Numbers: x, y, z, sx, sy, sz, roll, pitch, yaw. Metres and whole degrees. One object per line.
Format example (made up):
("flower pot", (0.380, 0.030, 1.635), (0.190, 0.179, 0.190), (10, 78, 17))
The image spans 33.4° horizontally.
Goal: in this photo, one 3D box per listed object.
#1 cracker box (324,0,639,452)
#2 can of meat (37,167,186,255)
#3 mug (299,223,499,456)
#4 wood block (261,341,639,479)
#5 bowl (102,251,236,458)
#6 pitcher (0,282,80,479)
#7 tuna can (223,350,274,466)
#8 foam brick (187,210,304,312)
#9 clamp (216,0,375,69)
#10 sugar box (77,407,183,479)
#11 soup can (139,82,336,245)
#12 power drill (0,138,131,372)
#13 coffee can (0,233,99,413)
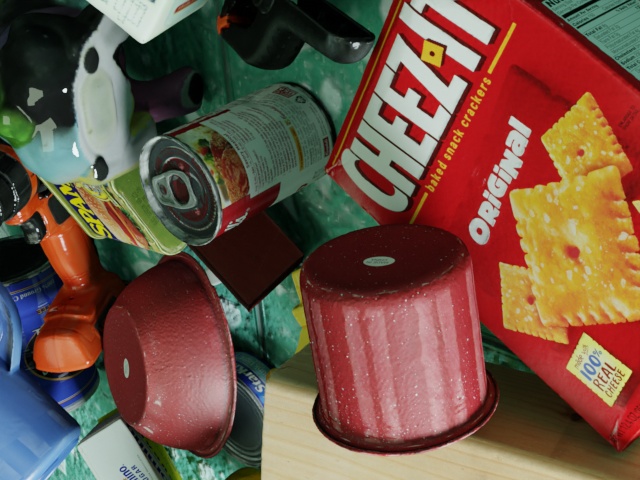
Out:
("cracker box", (0.113, -0.030, 0.502), (0.214, 0.072, 0.164), (44, 140, 19))
("can of meat", (-0.142, -0.039, 0.766), (0.084, 0.057, 0.102), (14, 149, 38))
("mug", (0.034, 0.039, 0.524), (0.117, 0.093, 0.081), (-105, 4, -67))
("wood block", (0.079, 0.121, 0.574), (0.206, 0.090, 0.090), (13, 113, 25))
("bowl", (-0.123, 0.090, 0.806), (0.162, 0.055, 0.162), (21, 115, 56))
("pitcher", (-0.309, 0.107, 0.858), (0.243, 0.144, 0.149), (41, 142, 0))
("tuna can", (-0.056, 0.128, 0.819), (0.086, 0.033, 0.086), (27, 132, 34))
("foam brick", (-0.055, 0.001, 0.697), (0.078, 0.051, 0.053), (47, 175, 3))
("clamp", (-0.015, -0.129, 0.568), (0.172, 0.039, 0.120), (145, 128, -64))
("sugar box", (-0.154, 0.188, 0.893), (0.093, 0.048, 0.176), (58, 170, -1))
("soup can", (-0.048, -0.048, 0.639), (0.069, 0.102, 0.068), (26, 132, 34))
("power drill", (-0.211, 0.005, 0.807), (0.057, 0.184, 0.187), (-3, 121, 16))
("coffee can", (-0.264, 0.078, 0.954), (0.103, 0.102, 0.140), (14, 124, 41))
